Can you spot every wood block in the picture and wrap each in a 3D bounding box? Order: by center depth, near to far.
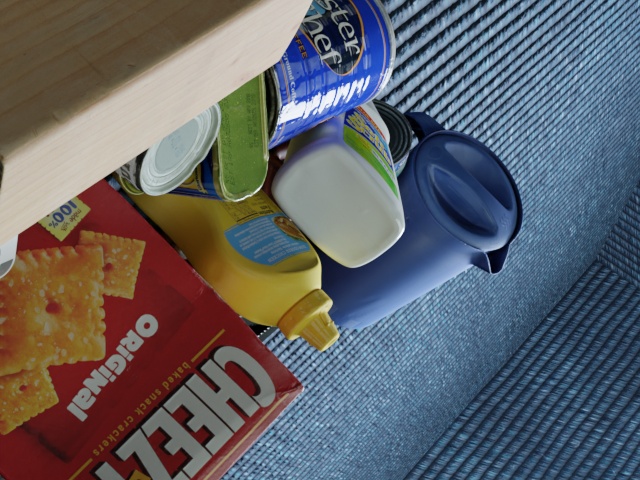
[{"bbox_3d":[-0.103,-0.096,0.512,0.205,0.091,0.090,-40,173,-34],"label":"wood block"}]

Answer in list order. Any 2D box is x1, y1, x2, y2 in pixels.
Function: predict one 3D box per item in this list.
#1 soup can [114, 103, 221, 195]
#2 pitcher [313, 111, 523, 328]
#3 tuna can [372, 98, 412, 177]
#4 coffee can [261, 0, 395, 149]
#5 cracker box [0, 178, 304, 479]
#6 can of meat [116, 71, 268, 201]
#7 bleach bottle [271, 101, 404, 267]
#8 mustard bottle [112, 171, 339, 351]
[{"bbox_3d":[-0.115,-0.080,0.609,0.068,0.102,0.068,-46,161,-21],"label":"soup can"},{"bbox_3d":[0.081,-0.010,1.110,0.243,0.145,0.149,-40,-153,47],"label":"pitcher"},{"bbox_3d":[0.041,-0.091,0.996,0.086,0.086,0.034,-43,160,-28],"label":"tuna can"},{"bbox_3d":[-0.027,-0.124,0.743,0.140,0.103,0.103,-32,152,-47],"label":"coffee can"},{"bbox_3d":[-0.142,0.071,0.635,0.164,0.213,0.072,-44,180,-25],"label":"cracker box"},{"bbox_3d":[-0.082,-0.077,0.667,0.057,0.084,0.102,-26,118,-52],"label":"can of meat"},{"bbox_3d":[0.016,-0.078,0.867,0.068,0.102,0.251,-37,-159,18],"label":"bleach bottle"},{"bbox_3d":[-0.055,0.001,0.753,0.058,0.192,0.096,-49,165,27],"label":"mustard bottle"}]
